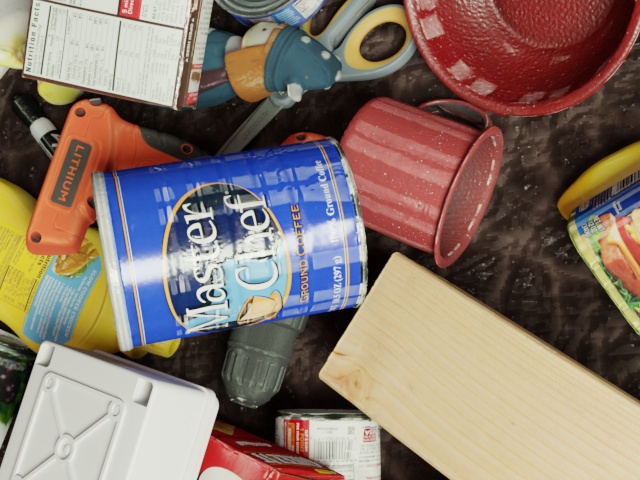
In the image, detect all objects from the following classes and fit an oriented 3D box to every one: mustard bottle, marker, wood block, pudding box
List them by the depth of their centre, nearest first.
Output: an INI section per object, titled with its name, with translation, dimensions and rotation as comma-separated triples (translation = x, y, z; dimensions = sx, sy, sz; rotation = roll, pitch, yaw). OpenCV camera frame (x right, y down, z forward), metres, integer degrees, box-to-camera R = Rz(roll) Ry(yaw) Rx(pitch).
[wood block]
translation = 0.112, 0.101, 0.604
dimensions = 0.206, 0.090, 0.091
rotation = 33, 93, 37
[pudding box]
translation = -0.129, -0.137, 0.678
dimensions = 0.113, 0.039, 0.090
rotation = 14, 105, 14
[mustard bottle]
translation = -0.181, 0.031, 0.744
dimensions = 0.192, 0.058, 0.096
rotation = 25, 91, 17
[marker]
translation = -0.187, -0.061, 0.776
dimensions = 0.020, 0.020, 0.121
rotation = -42, 75, 7

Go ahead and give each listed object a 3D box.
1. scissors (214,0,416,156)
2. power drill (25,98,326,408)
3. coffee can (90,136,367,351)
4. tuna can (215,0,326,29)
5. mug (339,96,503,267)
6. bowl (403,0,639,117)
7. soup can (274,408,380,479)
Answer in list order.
[scissors]
translation = -0.006, -0.099, 0.730
dimensions = 0.096, 0.016, 0.202
rotation = 30, 92, 22
[power drill]
translation = -0.089, -0.001, 0.692
dimensions = 0.187, 0.057, 0.184
rotation = 17, 79, -7
[coffee can]
translation = -0.054, 0.001, 0.614
dimensions = 0.140, 0.103, 0.103
rotation = -10, 80, -11
[tuna can]
translation = -0.033, -0.186, 0.731
dimensions = 0.086, 0.033, 0.086
rotation = -7, 74, 24
[mug]
translation = 0.064, -0.049, 0.676
dimensions = 0.082, 0.093, 0.117
rotation = 23, 59, 21
[bowl]
translation = 0.132, -0.161, 0.660
dimensions = 0.162, 0.055, 0.162
rotation = 13, 113, 33
[soup can]
translation = 0.004, 0.159, 0.673
dimensions = 0.068, 0.068, 0.102
rotation = -1, 83, 15
